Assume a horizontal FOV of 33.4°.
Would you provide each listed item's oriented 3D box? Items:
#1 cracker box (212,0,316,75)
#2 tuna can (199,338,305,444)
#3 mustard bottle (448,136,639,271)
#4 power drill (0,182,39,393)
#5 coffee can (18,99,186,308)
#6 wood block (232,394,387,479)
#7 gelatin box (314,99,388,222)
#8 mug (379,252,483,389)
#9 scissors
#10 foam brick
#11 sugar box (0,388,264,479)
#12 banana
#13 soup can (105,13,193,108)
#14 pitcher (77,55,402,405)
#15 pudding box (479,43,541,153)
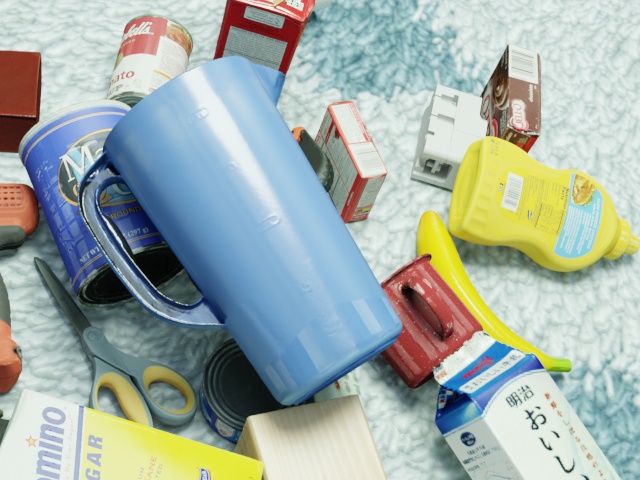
[{"bbox_3d":[-0.052,-0.190,0.961,0.072,0.214,0.164,17,55,-6],"label":"cracker box"},{"bbox_3d":[-0.055,0.122,0.866,0.086,0.034,0.086,7,56,-10],"label":"tuna can"},{"bbox_3d":[0.218,-0.023,1.001,0.191,0.058,0.096,18,78,-17],"label":"mustard bottle"},{"bbox_3d":[-0.312,0.032,0.844,0.184,0.057,0.188,-4,59,-17],"label":"power drill"},{"bbox_3d":[-0.176,-0.030,0.880,0.102,0.103,0.140,-18,70,-24],"label":"coffee can"},{"bbox_3d":[0.009,0.230,0.778,0.090,0.090,0.206,-9,61,-20],"label":"wood block"},{"bbox_3d":[0.026,-0.073,0.990,0.030,0.073,0.089,-11,60,-22],"label":"gelatin box"},{"bbox_3d":[0.085,0.066,0.892,0.093,0.117,0.081,-34,76,-20],"label":"mug"},{"bbox_3d":[-0.165,0.086,0.871,0.096,0.016,0.202,-3,49,-31],"label":"scissors"},{"bbox_3d":[-0.279,-0.126,0.960,0.053,0.051,0.078,3,57,-12],"label":"foam brick"},{"bbox_3d":[-0.134,0.172,0.723,0.176,0.048,0.093,20,54,-12],"label":"sugar box"},{"bbox_3d":[0.137,0.056,0.960,0.069,0.037,0.198,-19,64,-46],"label":"banana"},{"bbox_3d":[-0.160,-0.152,0.997,0.068,0.069,0.102,11,56,-7],"label":"soup can"},{"bbox_3d":[-0.055,0.001,0.790,0.243,0.149,0.144,57,32,8],"label":"pitcher"},{"bbox_3d":[0.184,-0.122,1.053,0.039,0.090,0.113,15,55,-7],"label":"pudding box"}]
